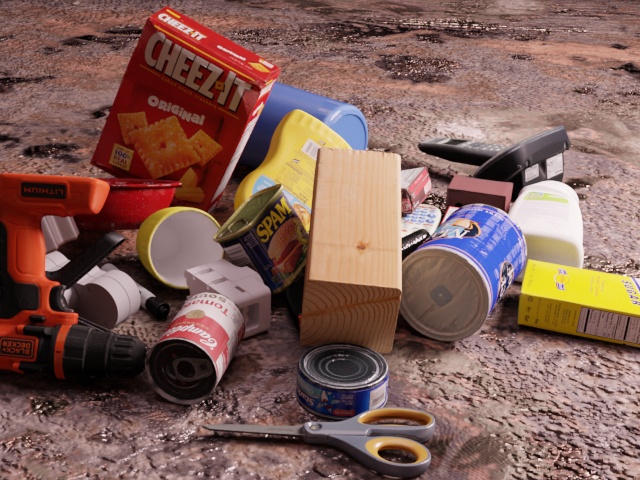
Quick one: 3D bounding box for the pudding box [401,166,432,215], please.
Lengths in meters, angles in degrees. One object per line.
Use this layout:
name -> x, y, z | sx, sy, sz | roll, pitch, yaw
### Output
pudding box -> 0.077, -0.058, 1.364 | 0.114, 0.039, 0.089 | -5, 19, 25

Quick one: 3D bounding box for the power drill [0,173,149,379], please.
power drill -> -0.243, 0.034, 0.994 | 0.184, 0.187, 0.057 | 5, -5, 2

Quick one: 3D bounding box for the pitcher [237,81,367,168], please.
pitcher -> -0.051, -0.152, 1.476 | 0.243, 0.145, 0.149 | 19, 37, 37

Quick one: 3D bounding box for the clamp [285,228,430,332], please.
clamp -> 0.029, 0.040, 1.152 | 0.165, 0.036, 0.209 | -8, 23, 18

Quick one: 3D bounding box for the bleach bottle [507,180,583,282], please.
bleach bottle -> 0.282, -0.021, 1.313 | 0.103, 0.068, 0.250 | 10, 23, 16

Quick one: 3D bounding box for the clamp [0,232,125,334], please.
clamp -> -0.257, 0.071, 1.040 | 0.171, 0.120, 0.039 | -17, -9, 3

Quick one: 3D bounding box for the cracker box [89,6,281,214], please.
cracker box -> -0.170, -0.152, 1.316 | 0.164, 0.214, 0.072 | 29, 27, 1

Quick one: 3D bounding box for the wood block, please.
wood block -> 0.032, 0.004, 1.074 | 0.091, 0.090, 0.206 | 6, 41, 0

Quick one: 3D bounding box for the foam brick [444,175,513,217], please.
foam brick -> 0.203, -0.047, 1.372 | 0.078, 0.053, 0.051 | 8, 25, 15

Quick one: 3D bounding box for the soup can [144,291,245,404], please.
soup can -> -0.115, 0.099, 0.998 | 0.068, 0.068, 0.102 | 7, 24, 10

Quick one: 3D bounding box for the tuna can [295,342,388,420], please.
tuna can -> 0.020, 0.129, 0.986 | 0.086, 0.034, 0.086 | 2, 24, -1

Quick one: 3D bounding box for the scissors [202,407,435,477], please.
scissors -> 0.006, 0.174, 0.907 | 0.201, 0.016, 0.096 | -4, 25, -13

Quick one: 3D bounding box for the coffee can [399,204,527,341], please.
coffee can -> 0.150, 0.031, 1.131 | 0.103, 0.103, 0.140 | 14, 26, 22

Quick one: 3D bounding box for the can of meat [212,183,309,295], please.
can of meat -> -0.058, 0.001, 1.163 | 0.058, 0.084, 0.102 | -18, 23, 37

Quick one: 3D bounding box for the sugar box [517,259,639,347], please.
sugar box -> 0.302, 0.069, 1.134 | 0.176, 0.048, 0.093 | 8, 24, 13

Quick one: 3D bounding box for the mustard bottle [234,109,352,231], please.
mustard bottle -> -0.045, -0.051, 1.249 | 0.096, 0.191, 0.058 | 36, -16, -17

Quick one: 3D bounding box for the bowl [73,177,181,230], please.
bowl -> -0.243, -0.043, 1.245 | 0.162, 0.055, 0.162 | 1, 5, 0

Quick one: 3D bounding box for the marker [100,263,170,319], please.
marker -> -0.199, 0.055, 1.144 | 0.020, 0.020, 0.121 | -17, 31, -37
